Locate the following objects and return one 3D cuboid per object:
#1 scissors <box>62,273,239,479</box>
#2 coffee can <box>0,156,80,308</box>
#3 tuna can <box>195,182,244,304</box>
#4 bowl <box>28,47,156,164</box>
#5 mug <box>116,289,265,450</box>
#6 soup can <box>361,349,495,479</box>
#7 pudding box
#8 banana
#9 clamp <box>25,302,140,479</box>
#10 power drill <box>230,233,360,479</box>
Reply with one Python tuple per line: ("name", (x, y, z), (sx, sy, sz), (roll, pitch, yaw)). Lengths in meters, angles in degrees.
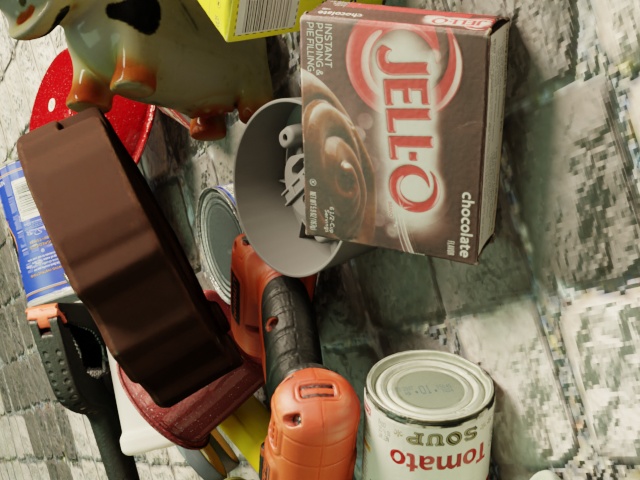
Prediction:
("scissors", (-0.127, 0.111, 0.801), (0.201, 0.016, 0.096), (50, -177, -19))
("coffee can", (-0.253, -0.012, 1.047), (0.103, 0.102, 0.140), (-24, 82, 63))
("tuna can", (-0.055, 0.001, 0.751), (0.086, 0.033, 0.086), (37, 134, 51))
("bowl", (-0.193, -0.104, 0.867), (0.162, 0.055, 0.162), (-28, 55, 47))
("mug", (-0.094, 0.081, 0.770), (0.117, 0.081, 0.093), (47, -168, -4))
("soup can", (0.055, 0.117, 0.561), (0.069, 0.068, 0.102), (37, 134, 51))
("pudding box", (0.039, -0.051, 0.500), (0.090, 0.039, 0.113), (11, 119, 25))
("banana", (-0.046, 0.150, 0.811), (0.069, 0.037, 0.198), (56, 168, -31))
("clamp", (-0.188, 0.111, 0.919), (0.164, 0.036, 0.210), (-86, -19, -45))
("power drill", (-0.018, 0.099, 0.643), (0.188, 0.057, 0.184), (-105, 17, -47))
